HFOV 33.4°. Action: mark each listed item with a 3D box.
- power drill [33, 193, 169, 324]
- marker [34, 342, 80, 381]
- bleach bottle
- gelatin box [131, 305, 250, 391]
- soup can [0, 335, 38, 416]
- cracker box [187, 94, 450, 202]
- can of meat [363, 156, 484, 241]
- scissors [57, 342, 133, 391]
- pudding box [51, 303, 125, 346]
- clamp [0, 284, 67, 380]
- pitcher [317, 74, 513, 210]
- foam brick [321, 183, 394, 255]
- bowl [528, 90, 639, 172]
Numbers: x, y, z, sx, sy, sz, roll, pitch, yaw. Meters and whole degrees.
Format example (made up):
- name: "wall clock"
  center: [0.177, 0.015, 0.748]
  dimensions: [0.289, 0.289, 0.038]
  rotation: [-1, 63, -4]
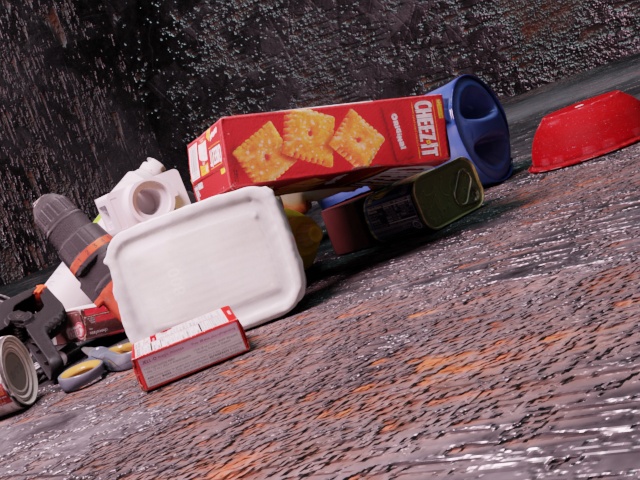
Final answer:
- name: "power drill"
  center: [-0.187, 0.018, 1.083]
  dimensions: [0.057, 0.184, 0.187]
  rotation: [-45, -8, 19]
- name: "marker"
  center: [-0.279, 0.129, 1.071]
  dimensions: [0.020, 0.020, 0.121]
  rotation: [-18, 7, 25]
- name: "bleach bottle"
  center: [-0.269, 0.002, 1.337]
  dimensions: [0.250, 0.068, 0.103]
  rotation: [-59, 21, -19]
- name: "gelatin box"
  center: [-0.104, 0.085, 0.841]
  dimensions: [0.089, 0.030, 0.073]
  rotation: [-22, 8, -8]
- name: "soup can"
  center: [-0.312, 0.131, 0.948]
  dimensions: [0.102, 0.068, 0.068]
  rotation: [-19, 6, 8]
- name: "cracker box"
  center: [-0.007, -0.082, 1.022]
  dimensions: [0.213, 0.072, 0.164]
  rotation: [-8, -2, -18]
- name: "can of meat"
  center: [0.106, -0.041, 1.114]
  dimensions: [0.101, 0.057, 0.084]
  rotation: [-27, 6, -41]
- name: "scissors"
  center: [-0.224, 0.117, 1.012]
  dimensions: [0.096, 0.016, 0.202]
  rotation: [-25, 7, -34]
- name: "pudding box"
  center: [-0.250, 0.089, 1.177]
  dimensions: [0.089, 0.039, 0.114]
  rotation: [-11, 0, -41]
- name: "clamp"
  center: [-0.313, 0.094, 1.076]
  dimensions: [0.120, 0.039, 0.171]
  rotation: [4, 20, -9]
- name: "pitcher"
  center: [0.100, -0.105, 1.314]
  dimensions: [0.243, 0.149, 0.144]
  rotation: [-20, 20, 36]
- name: "foam brick"
  center: [0.049, -0.024, 1.161]
  dimensions: [0.051, 0.053, 0.078]
  rotation: [-14, 10, 44]
- name: "bowl"
  center: [0.307, -0.130, 1.223]
  dimensions: [0.162, 0.055, 0.162]
  rotation: [-21, 6, 2]
